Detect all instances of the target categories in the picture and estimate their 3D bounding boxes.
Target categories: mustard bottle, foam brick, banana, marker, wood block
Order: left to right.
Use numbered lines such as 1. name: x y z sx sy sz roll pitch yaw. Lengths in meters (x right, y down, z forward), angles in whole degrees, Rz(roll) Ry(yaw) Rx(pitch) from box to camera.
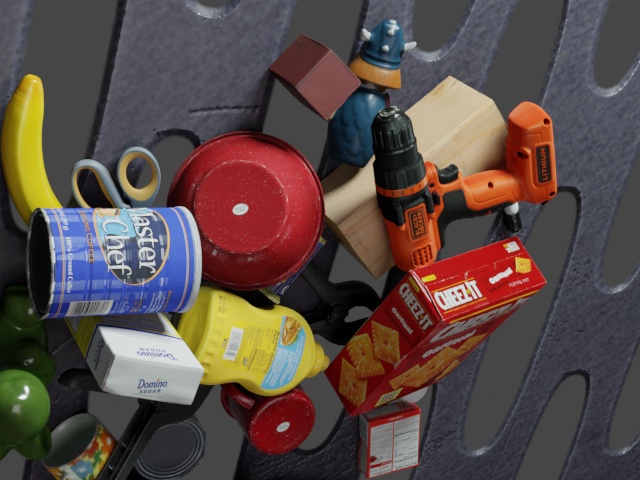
1. banana: -0.263 -0.060 1.010 0.069 0.037 0.198 -26 125 -14
2. mustard bottle: -0.062 0.113 1.122 0.191 0.058 0.096 19 87 -42
3. foam brick: -0.006 -0.163 1.058 0.053 0.078 0.051 -46 122 1
4. wood block: 0.100 -0.068 1.145 0.206 0.091 0.090 -40 124 -3
5. marker: 0.218 -0.061 1.246 0.020 0.020 0.121 -24 122 -13

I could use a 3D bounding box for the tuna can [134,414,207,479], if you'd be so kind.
1. tuna can: -0.172 0.225 1.194 0.086 0.034 0.086 -10 118 -20

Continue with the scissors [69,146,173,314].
1. scissors: -0.173 -0.015 1.086 0.096 0.016 0.201 -37 123 1

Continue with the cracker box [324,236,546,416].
1. cracker box: 0.122 0.096 1.163 0.163 0.072 0.214 -16 156 -37

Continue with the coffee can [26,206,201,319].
1. coffee can: -0.195 0.020 1.001 0.140 0.103 0.103 -1 114 -27

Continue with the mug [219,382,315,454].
1. mug: -0.064 0.180 1.193 0.117 0.082 0.093 36 95 -34

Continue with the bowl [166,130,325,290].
1. bowl: -0.076 -0.031 1.053 0.162 0.055 0.162 0 88 1

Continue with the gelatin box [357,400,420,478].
1. gelatin box: 0.085 0.247 1.326 0.073 0.030 0.089 -11 118 -22

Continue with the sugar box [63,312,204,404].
1. sugar box: -0.187 0.096 1.038 0.093 0.176 0.048 14 107 -30

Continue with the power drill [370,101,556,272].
1. power drill: 0.142 -0.073 1.073 0.187 0.057 0.184 -21 126 -12

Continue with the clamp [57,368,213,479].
1. clamp: -0.178 0.156 1.109 0.209 0.036 0.164 -38 132 -34

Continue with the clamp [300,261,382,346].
1. clamp: 0.011 0.069 1.202 0.171 0.039 0.120 2 118 -29
